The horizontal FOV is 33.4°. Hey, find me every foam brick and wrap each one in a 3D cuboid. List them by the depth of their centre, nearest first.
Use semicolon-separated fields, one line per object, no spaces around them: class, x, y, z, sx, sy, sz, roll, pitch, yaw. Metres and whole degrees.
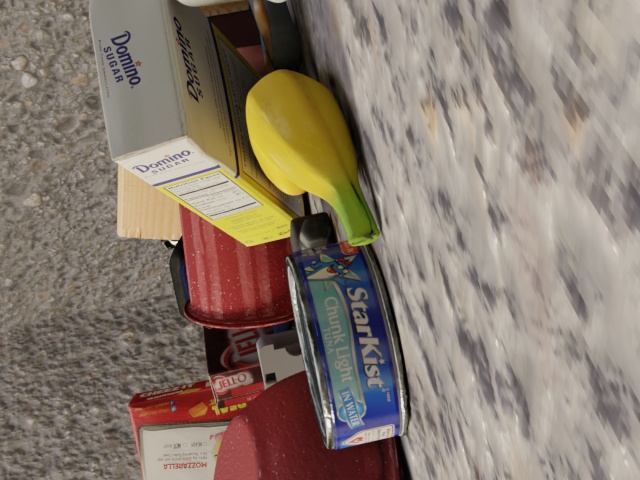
foam brick;-0.054;-0.107;0.711;0.053;0.051;0.078;-107;7;-51

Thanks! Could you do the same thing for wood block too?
wood block;-0.110;-0.102;0.834;0.206;0.090;0.090;103;167;-46

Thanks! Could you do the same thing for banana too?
banana;-0.013;-0.043;0.483;0.198;0.037;0.069;-127;25;-78

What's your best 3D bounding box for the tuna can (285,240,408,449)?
tuna can;0.010;0.043;0.450;0.086;0.033;0.086;168;90;-85

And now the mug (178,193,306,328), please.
mug;-0.055;0.001;0.707;0.117;0.093;0.081;20;120;55

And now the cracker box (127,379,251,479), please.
cracker box;-0.062;0.222;0.913;0.072;0.164;0.214;-155;53;-86

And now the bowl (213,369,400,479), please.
bowl;-0.017;0.132;0.520;0.162;0.055;0.162;-174;90;-71

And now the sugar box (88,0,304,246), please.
sugar box;-0.060;-0.062;0.567;0.176;0.048;0.093;35;-139;-66

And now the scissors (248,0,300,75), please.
scissors;-0.033;-0.128;0.631;0.202;0.016;0.096;-112;11;-63

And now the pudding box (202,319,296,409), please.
pudding box;-0.049;0.088;0.882;0.113;0.090;0.039;-113;11;-67
